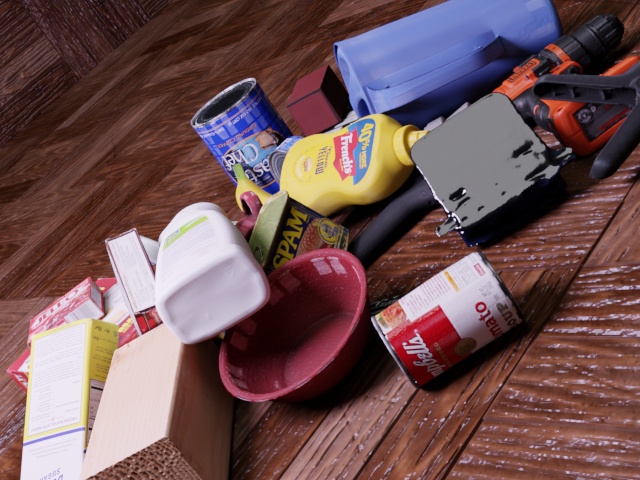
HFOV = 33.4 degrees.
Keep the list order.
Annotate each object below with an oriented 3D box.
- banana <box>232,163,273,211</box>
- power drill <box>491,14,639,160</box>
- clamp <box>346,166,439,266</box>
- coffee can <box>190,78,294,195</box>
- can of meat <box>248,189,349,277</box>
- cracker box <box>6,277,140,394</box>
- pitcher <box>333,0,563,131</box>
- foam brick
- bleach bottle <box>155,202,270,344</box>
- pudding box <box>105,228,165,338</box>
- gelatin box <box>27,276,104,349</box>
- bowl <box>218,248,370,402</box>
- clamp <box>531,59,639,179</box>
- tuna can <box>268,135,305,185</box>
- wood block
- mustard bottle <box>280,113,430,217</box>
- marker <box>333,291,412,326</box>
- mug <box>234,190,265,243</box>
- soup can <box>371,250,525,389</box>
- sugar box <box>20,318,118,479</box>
[{"bbox_3d":[-0.044,-0.047,1.270,0.037,0.069,0.198,-24,25,-39],"label":"banana"},{"bbox_3d":[0.261,-0.157,1.072,0.184,0.057,0.188,-39,19,1],"label":"power drill"},{"bbox_3d":[0.102,-0.051,1.107,0.210,0.036,0.164,-29,24,26],"label":"clamp"},{"bbox_3d":[-0.087,-0.124,1.387,0.103,0.140,0.103,-30,23,14],"label":"coffee can"},{"bbox_3d":[-0.025,0.015,1.059,0.058,0.083,0.102,-25,41,55],"label":"can of meat"},{"bbox_3d":[-0.238,0.118,1.213,0.214,0.072,0.164,-6,36,52],"label":"cracker box"},{"bbox_3d":[0.147,-0.204,1.198,0.243,0.145,0.149,-24,58,-2],"label":"pitcher"},{"bbox_3d":[-0.003,-0.175,1.334,0.051,0.053,0.078,-25,24,24],"label":"foam brick"},{"bbox_3d":[-0.112,0.012,1.047,0.102,0.068,0.251,-31,20,3],"label":"bleach bottle"},{"bbox_3d":[-0.178,0.058,1.081,0.039,0.090,0.113,-22,49,-13],"label":"pudding box"},{"bbox_3d":[-0.289,0.087,1.209,0.089,0.030,0.073,-36,20,1],"label":"gelatin box"},{"bbox_3d":[-0.011,0.086,0.947,0.162,0.055,0.162,-28,36,23],"label":"bowl"},{"bbox_3d":[0.278,-0.131,0.947,0.171,0.039,0.120,-27,62,-13],"label":"clamp"},{"bbox_3d":[-0.020,-0.084,1.283,0.033,0.086,0.086,-45,24,-26],"label":"tuna can"},{"bbox_3d":[-0.138,0.164,0.952,0.091,0.090,0.206,-31,22,12],"label":"wood block"},{"bbox_3d":[0.042,-0.082,1.124,0.192,0.058,0.096,-15,55,42],"label":"mustard bottle"},{"bbox_3d":[0.061,0.062,0.964,0.121,0.020,0.020,-19,27,36],"label":"marker"},{"bbox_3d":[-0.057,0.001,1.134,0.093,0.117,0.082,-29,16,-13],"label":"mug"},{"bbox_3d":[0.101,0.062,0.844,0.102,0.068,0.068,-33,22,4],"label":"soup can"},{"bbox_3d":[-0.244,0.170,1.039,0.094,0.048,0.176,-19,63,34],"label":"sugar box"}]
